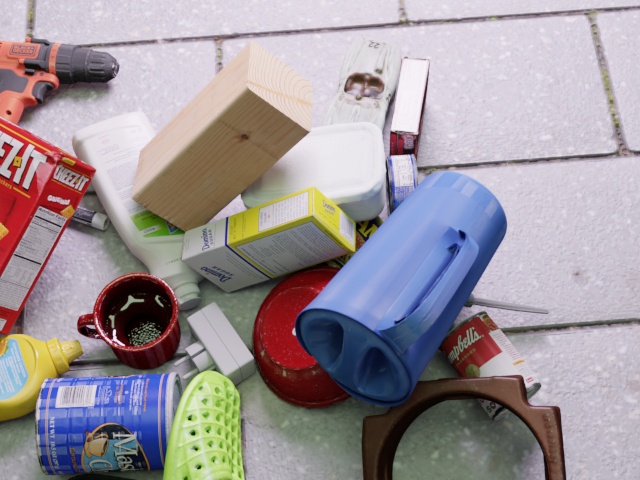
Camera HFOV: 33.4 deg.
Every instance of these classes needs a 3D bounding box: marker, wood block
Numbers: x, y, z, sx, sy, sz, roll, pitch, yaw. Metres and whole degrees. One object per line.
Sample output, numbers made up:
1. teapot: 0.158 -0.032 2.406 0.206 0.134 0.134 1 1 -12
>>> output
1. marker: -0.314 -0.039 1.293 0.121 0.020 0.020 18 65 9
2. wood block: -0.110 -0.109 1.182 0.090 0.206 0.090 33 37 -28

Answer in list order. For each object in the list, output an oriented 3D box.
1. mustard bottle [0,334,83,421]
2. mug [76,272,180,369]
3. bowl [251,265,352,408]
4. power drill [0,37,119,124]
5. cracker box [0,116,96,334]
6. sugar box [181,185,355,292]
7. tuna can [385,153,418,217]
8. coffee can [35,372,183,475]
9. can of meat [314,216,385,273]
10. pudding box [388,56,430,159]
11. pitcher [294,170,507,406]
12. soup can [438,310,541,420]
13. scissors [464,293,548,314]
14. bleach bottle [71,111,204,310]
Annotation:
1. mustard bottle: -0.354 0.155 1.176 0.191 0.058 0.096 -23 52 -10
2. mug: -0.212 0.095 1.191 0.117 0.081 0.093 -5 64 -2
3. bowl: -0.013 0.100 1.169 0.162 0.055 0.162 -6 73 22
4. power drill: -0.357 -0.168 1.337 0.184 0.057 0.187 5 61 7
5. cracker box: -0.375 -0.026 1.203 0.164 0.072 0.214 27 89 29
6. sugar box: -0.058 0.001 1.187 0.176 0.093 0.048 -16 55 28
7. tuna can: 0.096 -0.059 1.261 0.034 0.086 0.086 -4 64 0
8. coffee can: -0.220 0.194 1.132 0.140 0.103 0.103 -2 64 -1
9. can of meat: 0.031 0.003 1.249 0.084 0.057 0.102 -40 70 -15
10. pudding box: 0.108 -0.153 1.304 0.039 0.090 0.113 7 64 4
11. pitcher: 0.097 0.038 1.082 0.149 0.145 0.242 20 53 29
12. soup can: 0.186 0.138 1.173 0.068 0.068 0.102 -31 69 -14
13. scissors: 0.151 0.061 1.225 0.201 0.096 0.016 4 107 -16
14. bleach bottle: -0.206 -0.029 1.264 0.102 0.068 0.251 -21 68 -11
